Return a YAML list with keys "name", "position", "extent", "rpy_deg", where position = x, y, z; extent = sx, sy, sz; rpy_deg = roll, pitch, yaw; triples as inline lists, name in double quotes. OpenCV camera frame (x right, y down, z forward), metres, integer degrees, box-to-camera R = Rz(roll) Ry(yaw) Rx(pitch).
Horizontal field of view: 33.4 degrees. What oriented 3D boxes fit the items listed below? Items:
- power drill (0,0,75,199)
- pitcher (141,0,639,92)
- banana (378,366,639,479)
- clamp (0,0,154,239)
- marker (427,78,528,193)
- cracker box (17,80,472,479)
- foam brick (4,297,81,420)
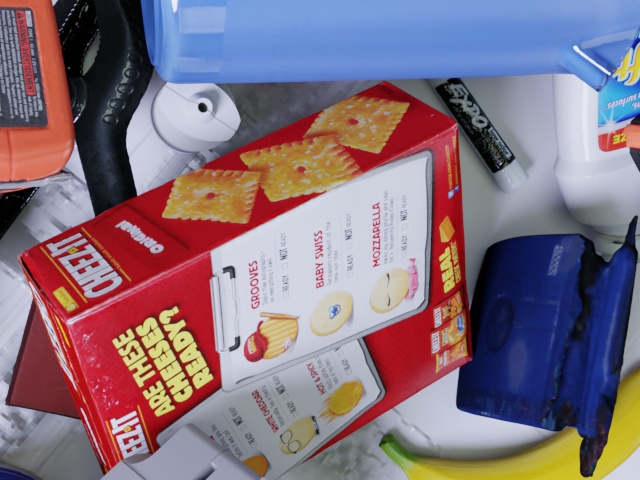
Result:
- name: "power drill"
  position: [-0.172, -0.068, 0.495]
  extent: [0.057, 0.188, 0.184]
  rpy_deg: [-8, 80, -29]
- name: "pitcher"
  position: [0.031, -0.151, 0.541]
  extent: [0.242, 0.149, 0.145]
  rpy_deg: [-6, 114, -12]
- name: "banana"
  position: [0.138, 0.130, 0.661]
  extent: [0.197, 0.037, 0.069]
  rpy_deg: [-14, 96, -12]
- name: "clamp"
  position: [-0.138, -0.065, 0.574]
  extent: [0.120, 0.039, 0.171]
  rpy_deg: [-1, 75, 22]
- name: "marker"
  position: [0.085, -0.082, 0.646]
  extent: [0.020, 0.020, 0.121]
  rpy_deg: [-38, 100, -8]
- name: "cracker box"
  position: [-0.026, 0.036, 0.550]
  extent: [0.213, 0.072, 0.164]
  rpy_deg: [-27, 131, -22]
- name: "foam brick"
  position: [-0.137, 0.054, 0.586]
  extent: [0.051, 0.053, 0.078]
  rpy_deg: [15, 89, -13]
